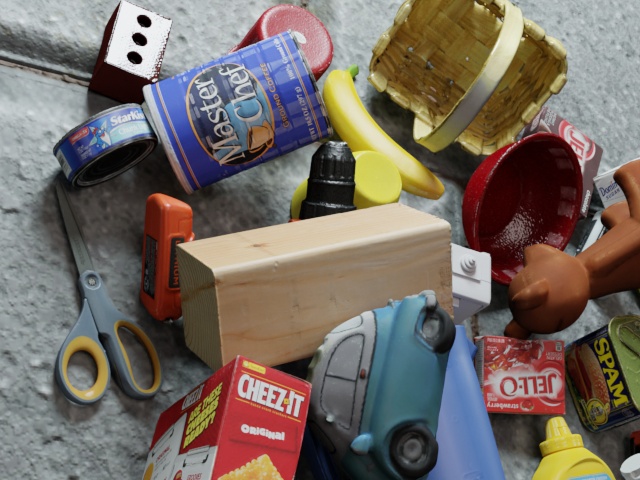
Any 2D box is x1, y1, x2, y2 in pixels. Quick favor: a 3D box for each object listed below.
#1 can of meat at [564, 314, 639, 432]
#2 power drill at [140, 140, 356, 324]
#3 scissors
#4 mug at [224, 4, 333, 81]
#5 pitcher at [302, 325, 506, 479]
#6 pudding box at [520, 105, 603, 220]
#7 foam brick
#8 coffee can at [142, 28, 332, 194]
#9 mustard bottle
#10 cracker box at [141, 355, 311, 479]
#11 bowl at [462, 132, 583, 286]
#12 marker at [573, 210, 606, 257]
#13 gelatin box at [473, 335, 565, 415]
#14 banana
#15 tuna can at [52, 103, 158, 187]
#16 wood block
[{"bbox_3d":[0.297,0.137,1.078,0.057,0.084,0.102,-4,69,-31],"label":"can of meat"},{"bbox_3d":[-0.056,0.001,0.920,0.187,0.057,0.184,2,97,-24],"label":"power drill"},{"bbox_3d":[-0.202,0.050,0.880,0.096,0.016,0.202,-29,82,-36],"label":"scissors"},{"bbox_3d":[-0.040,-0.165,1.038,0.093,0.082,0.117,14,60,-23],"label":"mug"},{"bbox_3d":[0.086,0.203,0.903,0.145,0.149,0.243,26,45,-71],"label":"pitcher"},{"bbox_3d":[0.264,-0.083,1.196,0.090,0.039,0.113,33,55,-13],"label":"pudding box"},{"bbox_3d":[-0.175,-0.172,0.983,0.053,0.051,0.078,20,58,-21],"label":"foam brick"},{"bbox_3d":[-0.072,-0.113,0.944,0.140,0.103,0.103,-22,76,-1],"label":"coffee can"},{"bbox_3d":[0.246,0.261,1.003,0.096,0.058,0.191,0,67,-31],"label":"mustard bottle"},{"bbox_3d":[-0.085,0.212,0.774,0.072,0.164,0.213,24,57,-19],"label":"cracker box"},{"bbox_3d":[0.197,-0.037,1.097,0.161,0.055,0.162,-15,116,-35],"label":"bowl"},{"bbox_3d":[0.293,0.012,1.178,0.020,0.020,0.121,41,53,-6],"label":"marker"},{"bbox_3d":[0.194,0.132,1.038,0.089,0.030,0.073,5,79,-16],"label":"gelatin box"},{"bbox_3d":[0.051,-0.111,1.064,0.069,0.037,0.198,-16,57,-21],"label":"banana"},{"bbox_3d":[-0.182,-0.080,0.912,0.085,0.086,0.034,-25,82,-36],"label":"tuna can"},{"bbox_3d":[-0.003,0.035,0.871,0.205,0.091,0.090,-11,107,-24],"label":"wood block"}]
